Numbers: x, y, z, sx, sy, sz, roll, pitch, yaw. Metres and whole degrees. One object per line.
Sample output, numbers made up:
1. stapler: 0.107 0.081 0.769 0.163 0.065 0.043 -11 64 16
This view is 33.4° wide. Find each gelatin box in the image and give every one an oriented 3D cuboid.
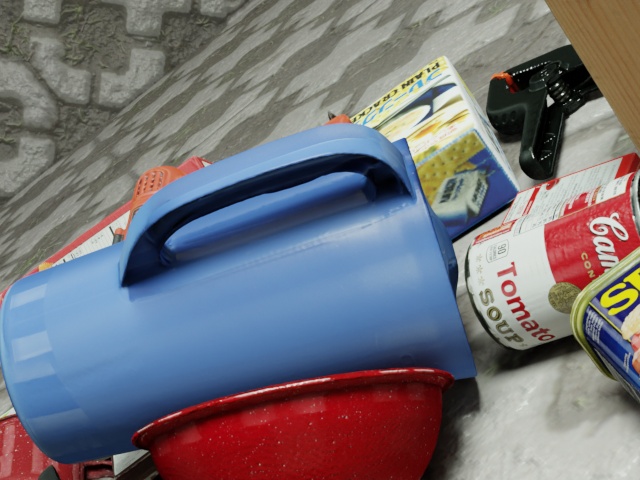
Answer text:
1. gelatin box: 0.146 -0.008 0.629 0.089 0.030 0.073 -20 26 43

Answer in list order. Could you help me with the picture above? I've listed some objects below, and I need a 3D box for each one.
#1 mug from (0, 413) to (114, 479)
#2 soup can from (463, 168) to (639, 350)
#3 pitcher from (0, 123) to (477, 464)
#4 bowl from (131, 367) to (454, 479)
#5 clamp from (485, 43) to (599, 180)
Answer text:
1. mug: -0.194 0.179 0.746 0.117 0.093 0.081 -3 20 -12
2. soup can: 0.133 0.012 0.546 0.102 0.068 0.068 -24 23 37
3. pitcher: -0.046 0.033 0.576 0.243 0.149 0.145 -16 3 5
4. bowl: -0.008 0.109 0.522 0.162 0.055 0.162 -11 -17 -3
5. clamp: 0.173 -0.106 0.800 0.164 0.036 0.210 -41 17 -11
